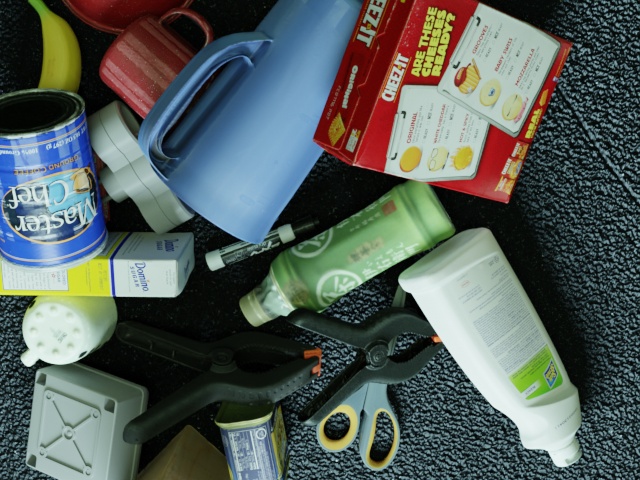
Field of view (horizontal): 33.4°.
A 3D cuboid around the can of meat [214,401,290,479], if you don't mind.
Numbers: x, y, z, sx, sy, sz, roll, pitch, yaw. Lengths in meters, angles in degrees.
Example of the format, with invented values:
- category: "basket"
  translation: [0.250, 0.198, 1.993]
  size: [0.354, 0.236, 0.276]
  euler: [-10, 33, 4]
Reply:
- category: "can of meat"
  translation: [-0.065, 0.200, 1.072]
  size: [0.057, 0.102, 0.084]
  euler: [-9, 103, 7]

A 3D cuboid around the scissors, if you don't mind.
- category: "scissors"
  translation: [0.042, 0.139, 1.097]
  size: [0.096, 0.016, 0.202]
  euler: [-1, 101, 4]

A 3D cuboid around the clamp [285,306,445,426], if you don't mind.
- category: "clamp"
  translation: [0.043, 0.101, 1.047]
  size: [0.171, 0.039, 0.120]
  euler: [-22, 117, -18]

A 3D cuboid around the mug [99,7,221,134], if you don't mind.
- category: "mug"
  translation: [-0.148, -0.168, 1.009]
  size: [0.081, 0.093, 0.117]
  euler: [42, 114, 4]

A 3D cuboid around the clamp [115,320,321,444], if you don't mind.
- category: "clamp"
  translation: [-0.105, 0.124, 1.065]
  size: [0.209, 0.165, 0.036]
  euler: [-8, 128, -16]

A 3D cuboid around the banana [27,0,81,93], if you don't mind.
- category: "banana"
  translation: [-0.277, -0.135, 1.039]
  size: [0.069, 0.037, 0.198]
  euler: [17, 86, -4]

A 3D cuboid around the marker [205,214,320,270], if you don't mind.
- category: "marker"
  translation: [-0.057, 0.001, 1.075]
  size: [0.121, 0.020, 0.020]
  euler: [-21, 99, 7]

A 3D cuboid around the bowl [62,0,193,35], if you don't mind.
- category: "bowl"
  translation: [-0.190, -0.276, 1.011]
  size: [0.162, 0.055, 0.162]
  euler: [1, 100, 3]

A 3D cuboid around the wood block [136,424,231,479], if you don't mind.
- category: "wood block"
  translation: [-0.143, 0.274, 1.037]
  size: [0.090, 0.206, 0.091]
  euler: [42, 100, -5]

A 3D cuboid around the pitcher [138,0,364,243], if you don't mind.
- category: "pitcher"
  translation: [-0.046, -0.130, 0.983]
  size: [0.145, 0.149, 0.243]
  euler: [37, 100, 1]

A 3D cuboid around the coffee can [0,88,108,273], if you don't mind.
- category: "coffee can"
  translation: [-0.257, -0.055, 0.982]
  size: [0.103, 0.102, 0.140]
  euler: [-1, 121, 4]

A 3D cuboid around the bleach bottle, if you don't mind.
- category: "bleach bottle"
  translation: [0.181, 0.117, 1.050]
  size: [0.102, 0.068, 0.251]
  euler: [-34, 100, -20]

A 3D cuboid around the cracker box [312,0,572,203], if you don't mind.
- category: "cracker box"
  translation: [0.112, -0.134, 0.953]
  size: [0.213, 0.072, 0.164]
  euler: [10, 106, -42]

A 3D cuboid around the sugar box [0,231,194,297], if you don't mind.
- category: "sugar box"
  translation: [-0.218, 0.023, 1.051]
  size: [0.176, 0.093, 0.048]
  euler: [3, 108, 3]
